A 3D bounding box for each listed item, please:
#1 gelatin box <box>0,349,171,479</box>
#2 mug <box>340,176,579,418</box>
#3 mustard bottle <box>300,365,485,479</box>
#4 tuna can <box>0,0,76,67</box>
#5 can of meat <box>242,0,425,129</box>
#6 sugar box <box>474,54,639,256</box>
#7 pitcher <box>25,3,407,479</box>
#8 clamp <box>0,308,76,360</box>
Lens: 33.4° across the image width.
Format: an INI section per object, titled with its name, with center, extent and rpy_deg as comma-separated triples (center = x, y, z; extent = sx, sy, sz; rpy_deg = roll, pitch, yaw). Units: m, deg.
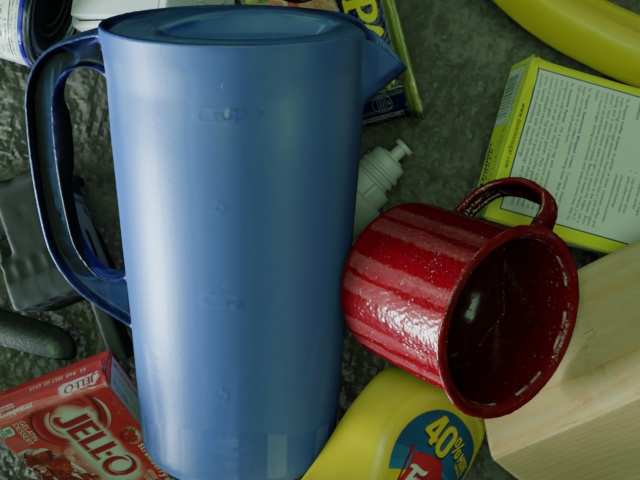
[gelatin box]
center = -0.134, 0.111, 0.613
extent = 0.073, 0.030, 0.089
rpy_deg = -20, 129, 8
[mug]
center = 0.070, 0.018, 0.519
extent = 0.082, 0.093, 0.117
rpy_deg = 22, 77, 49
[mustard bottle]
center = 0.036, 0.125, 0.568
extent = 0.058, 0.096, 0.191
rpy_deg = 17, 59, 40
[tuna can]
center = -0.168, -0.145, 0.625
extent = 0.034, 0.086, 0.086
rpy_deg = 17, 90, 5
[can of meat]
center = 0.008, -0.110, 0.618
extent = 0.084, 0.057, 0.102
rpy_deg = -14, 86, 8
[sugar box]
center = 0.181, -0.032, 0.588
extent = 0.176, 0.048, 0.093
rpy_deg = 16, 91, -6
[pitcher]
center = -0.054, 0.001, 0.557
extent = 0.149, 0.144, 0.243
rpy_deg = 21, 117, 43
[clamp]
center = -0.228, 0.047, 0.647
extent = 0.120, 0.039, 0.171
rpy_deg = -37, 85, 6
